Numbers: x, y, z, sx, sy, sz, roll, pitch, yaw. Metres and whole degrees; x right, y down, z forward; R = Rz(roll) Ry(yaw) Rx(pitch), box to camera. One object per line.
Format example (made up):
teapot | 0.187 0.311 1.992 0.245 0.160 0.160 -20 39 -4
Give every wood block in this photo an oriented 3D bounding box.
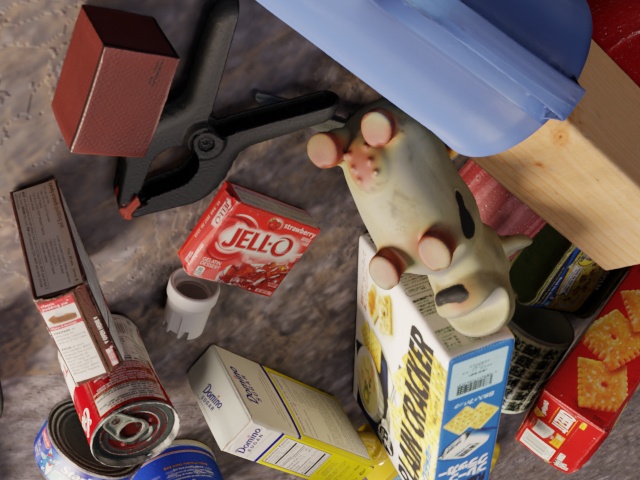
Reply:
wood block | 0.197 -0.070 0.803 0.205 0.090 0.090 34 146 -33

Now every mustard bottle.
mustard bottle | 0.097 0.221 1.104 0.191 0.058 0.096 22 116 -43

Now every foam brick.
foam brick | -0.131 -0.099 0.676 0.052 0.051 0.078 3 126 -35

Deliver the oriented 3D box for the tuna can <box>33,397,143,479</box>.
tuna can | -0.186 0.168 0.860 0.086 0.086 0.034 13 122 -39

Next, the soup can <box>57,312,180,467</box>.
soup can | -0.156 0.112 0.814 0.068 0.102 0.068 -17 135 -18

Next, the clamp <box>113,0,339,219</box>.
clamp | -0.083 -0.085 0.728 0.171 0.039 0.120 -35 123 6

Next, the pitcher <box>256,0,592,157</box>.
pitcher | 0.050 -0.156 0.652 0.242 0.145 0.149 27 150 -34

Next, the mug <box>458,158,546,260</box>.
mug | 0.146 -0.027 0.896 0.082 0.093 0.117 -50 170 23

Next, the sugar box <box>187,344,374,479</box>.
sugar box | -0.034 0.160 0.942 0.048 0.093 0.176 -48 135 14

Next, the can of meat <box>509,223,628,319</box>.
can of meat | 0.234 0.021 1.008 0.083 0.057 0.102 10 121 -35

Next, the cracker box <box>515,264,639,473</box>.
cracker box | 0.283 0.107 1.016 0.213 0.072 0.164 -48 163 -19

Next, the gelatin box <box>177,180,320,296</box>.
gelatin box | -0.056 0.001 0.829 0.089 0.030 0.073 19 116 -42

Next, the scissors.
scissors | 0.025 -0.066 0.828 0.201 0.016 0.096 -1 126 -32

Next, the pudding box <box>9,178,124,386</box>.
pudding box | -0.172 0.027 0.720 0.039 0.113 0.090 -22 136 -9
